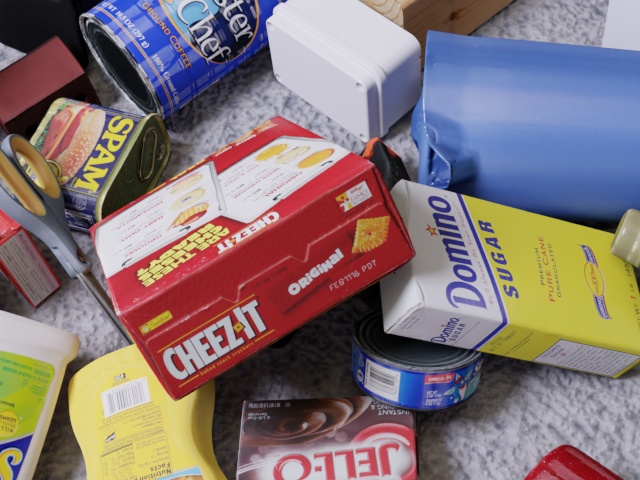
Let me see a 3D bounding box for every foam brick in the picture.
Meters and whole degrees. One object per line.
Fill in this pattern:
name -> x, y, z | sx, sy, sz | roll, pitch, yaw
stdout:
foam brick -> -0.223, -0.114, 0.854 | 0.078, 0.053, 0.051 | -36, 61, -13

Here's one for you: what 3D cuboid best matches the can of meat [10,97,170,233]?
can of meat -> -0.175, -0.055, 0.810 | 0.084, 0.057, 0.102 | 14, 62, 18

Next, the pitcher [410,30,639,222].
pitcher -> 0.185, -0.078, 0.743 | 0.243, 0.145, 0.149 | 4, 72, 5

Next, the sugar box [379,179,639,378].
sugar box -> 0.122, 0.026, 0.678 | 0.176, 0.048, 0.093 | 14, 52, -25

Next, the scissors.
scissors -> -0.172, 0.001, 0.747 | 0.016, 0.201, 0.096 | -33, 22, 13

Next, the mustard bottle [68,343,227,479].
mustard bottle -> -0.103, 0.161, 0.667 | 0.096, 0.058, 0.191 | -20, 58, 10

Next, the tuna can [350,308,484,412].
tuna can -> 0.062, 0.074, 0.689 | 0.086, 0.034, 0.086 | 3, 25, -1

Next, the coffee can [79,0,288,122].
coffee can -> -0.103, -0.173, 0.844 | 0.140, 0.103, 0.103 | -39, 62, -15

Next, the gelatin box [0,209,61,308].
gelatin box -> -0.230, -0.001, 0.764 | 0.030, 0.089, 0.073 | -42, 63, -16

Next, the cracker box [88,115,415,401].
cracker box -> -0.054, 0.001, 0.681 | 0.164, 0.072, 0.214 | -31, 20, -7

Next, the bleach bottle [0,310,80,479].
bleach bottle -> -0.230, 0.170, 0.665 | 0.068, 0.102, 0.251 | -14, 60, 52

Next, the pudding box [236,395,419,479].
pudding box -> 0.005, 0.143, 0.664 | 0.113, 0.039, 0.090 | -5, 41, 6
